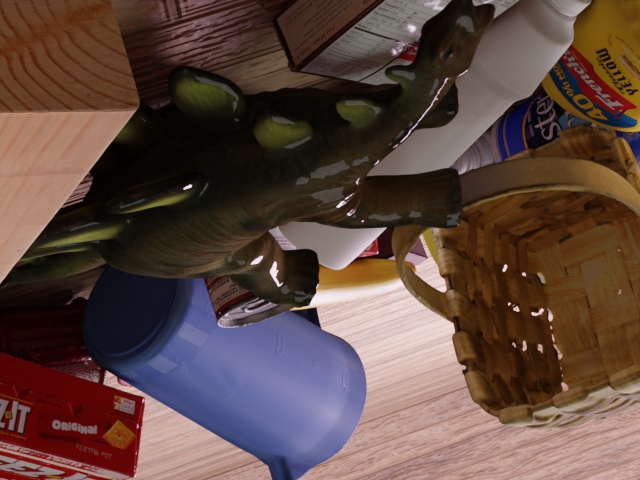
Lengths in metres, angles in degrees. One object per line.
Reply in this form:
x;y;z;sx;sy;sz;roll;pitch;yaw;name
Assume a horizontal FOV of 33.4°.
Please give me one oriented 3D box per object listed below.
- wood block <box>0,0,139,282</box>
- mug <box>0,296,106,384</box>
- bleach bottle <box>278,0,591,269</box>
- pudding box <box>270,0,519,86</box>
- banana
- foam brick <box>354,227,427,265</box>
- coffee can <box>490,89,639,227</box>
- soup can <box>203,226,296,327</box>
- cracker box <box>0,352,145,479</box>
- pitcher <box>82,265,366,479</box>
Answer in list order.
-0.170;-0.043;0.471;0.090;0.090;0.206;-7;160;-38;wood block
-0.224;0.094;0.861;0.081;0.093;0.117;-3;177;-35;mug
0.071;-0.084;0.656;0.068;0.102;0.251;35;131;-15;bleach bottle
0.045;-0.125;0.556;0.089;0.039;0.114;2;151;-48;pudding box
0.004;0.036;0.872;0.070;0.037;0.197;-5;179;34;banana
0.057;0.001;0.977;0.053;0.051;0.078;-26;164;17;foam brick
0.212;-0.082;0.787;0.102;0.103;0.141;-3;157;-47;coffee can
-0.055;0.001;0.739;0.068;0.102;0.068;-19;165;-6;soup can
-0.261;0.152;0.794;0.164;0.072;0.214;25;144;-38;cracker box
-0.076;0.087;0.888;0.145;0.149;0.242;-48;136;4;pitcher
